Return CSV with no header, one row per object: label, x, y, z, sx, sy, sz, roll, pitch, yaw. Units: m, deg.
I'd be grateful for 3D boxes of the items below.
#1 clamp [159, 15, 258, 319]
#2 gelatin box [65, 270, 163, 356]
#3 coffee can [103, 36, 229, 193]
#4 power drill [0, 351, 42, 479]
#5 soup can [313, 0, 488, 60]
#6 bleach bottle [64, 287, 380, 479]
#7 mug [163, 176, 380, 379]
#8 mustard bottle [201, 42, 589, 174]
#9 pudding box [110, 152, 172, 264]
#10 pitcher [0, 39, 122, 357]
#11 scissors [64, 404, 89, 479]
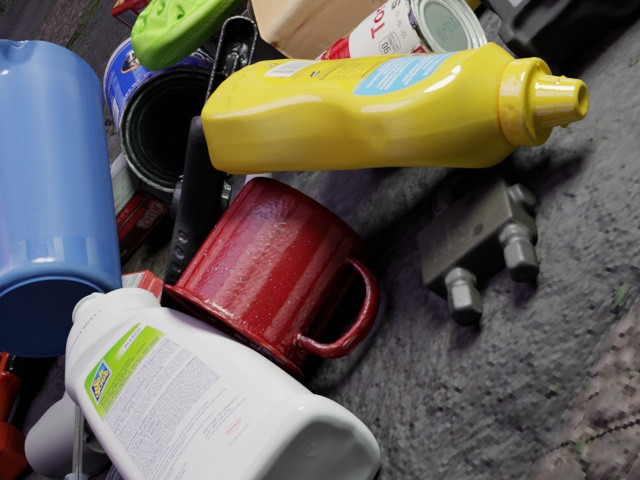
clamp,-0.077,-0.025,0.683,0.164,0.036,0.210,-86,10,-64
gelatin box,-0.156,0.064,0.831,0.089,0.030,0.073,-9,52,56
coffee can,-0.122,-0.111,0.884,0.103,0.102,0.140,-52,26,10
power drill,-0.266,0.123,0.927,0.185,0.057,0.187,-43,26,34
soup can,0.041,-0.099,0.630,0.102,0.068,0.068,-32,35,40
bleach bottle,-0.076,0.080,0.576,0.102,0.068,0.251,-51,36,-4
mug,-0.018,0.022,0.586,0.117,0.093,0.081,25,77,37
mustard bottle,0.040,-0.066,0.537,0.192,0.058,0.096,1,21,35
pudding box,-0.172,-0.039,0.965,0.090,0.039,0.113,-44,31,24
pitcher,-0.219,-0.027,0.836,0.145,0.149,0.243,-48,43,31
scissors,-0.155,0.175,0.668,0.202,0.016,0.096,-107,30,-51
